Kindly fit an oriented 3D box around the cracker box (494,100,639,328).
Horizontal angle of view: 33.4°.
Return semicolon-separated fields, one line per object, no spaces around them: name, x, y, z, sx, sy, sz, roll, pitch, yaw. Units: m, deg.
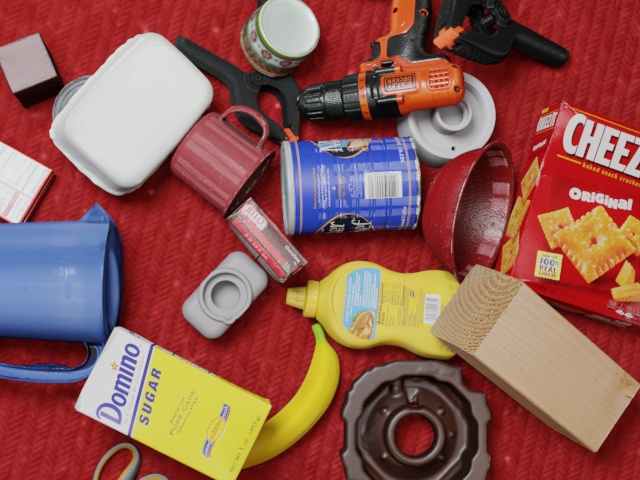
cracker box;0.301;-0.027;1.188;0.164;0.072;0.213;18;85;-9

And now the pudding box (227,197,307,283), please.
pudding box;-0.057;0.002;1.139;0.039;0.113;0.090;-40;91;-6

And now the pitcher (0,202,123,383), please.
pitcher;-0.329;0.052;1.107;0.243;0.149;0.145;1;130;-1

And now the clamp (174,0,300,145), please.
clamp;-0.083;-0.178;1.184;0.120;0.039;0.171;-21;86;-9

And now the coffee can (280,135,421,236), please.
coffee can;0.030;-0.059;1.155;0.140;0.103;0.103;-3;87;-5

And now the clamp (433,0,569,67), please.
clamp;0.193;-0.234;1.162;0.164;0.036;0.209;53;43;-4

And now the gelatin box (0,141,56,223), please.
gelatin box;-0.345;-0.065;1.160;0.089;0.030;0.073;29;83;-3

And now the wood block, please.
wood block;0.228;0.124;1.130;0.206;0.090;0.091;38;84;-27

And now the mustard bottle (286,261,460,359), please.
mustard bottle;0.058;0.073;1.171;0.191;0.058;0.096;7;76;-4

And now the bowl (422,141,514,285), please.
bowl;0.155;-0.033;1.159;0.055;0.162;0.162;15;84;29

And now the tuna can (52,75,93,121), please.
tuna can;-0.248;-0.135;1.170;0.086;0.034;0.086;0;87;-5

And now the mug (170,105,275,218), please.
mug;-0.101;-0.093;1.148;0.081;0.093;0.117;38;114;3

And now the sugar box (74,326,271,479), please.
sugar box;-0.147;0.165;1.069;0.176;0.048;0.093;26;84;-4

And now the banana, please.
banana;-0.038;0.187;1.171;0.070;0.037;0.197;36;81;24

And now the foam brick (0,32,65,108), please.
foam brick;-0.310;-0.182;1.146;0.053;0.078;0.051;-24;88;-8

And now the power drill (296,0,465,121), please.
power drill;0.061;-0.222;1.169;0.184;0.057;0.187;-5;76;11

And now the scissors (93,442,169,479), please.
scissors;-0.230;0.319;1.154;0.096;0.016;0.202;22;85;-3
